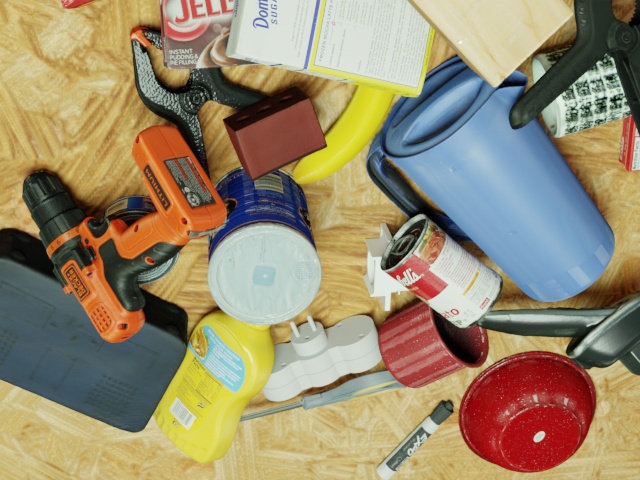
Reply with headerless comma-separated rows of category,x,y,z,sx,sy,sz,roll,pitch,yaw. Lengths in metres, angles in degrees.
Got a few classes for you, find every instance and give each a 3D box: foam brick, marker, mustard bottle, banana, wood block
foam brick,-0.043,-0.099,0.980,0.078,0.053,0.051,-26,117,-8
marker,0.109,0.226,1.213,0.020,0.020,0.121,34,109,-21
mustard bottle,-0.100,0.130,1.105,0.058,0.096,0.192,0,126,-54
banana,0.033,-0.135,1.015,0.069,0.037,0.198,23,112,8
wood block,0.097,-0.235,0.871,0.090,0.091,0.206,-44,110,10

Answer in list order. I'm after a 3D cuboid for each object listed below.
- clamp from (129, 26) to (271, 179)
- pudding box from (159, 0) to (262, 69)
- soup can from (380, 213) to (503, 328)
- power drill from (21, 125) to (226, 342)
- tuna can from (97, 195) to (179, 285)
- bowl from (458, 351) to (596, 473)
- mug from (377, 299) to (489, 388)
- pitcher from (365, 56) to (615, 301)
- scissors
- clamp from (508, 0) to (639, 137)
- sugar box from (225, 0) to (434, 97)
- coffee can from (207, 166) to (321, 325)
clamp,-0.106,-0.137,0.996,0.120,0.039,0.171,-36,114,-7
pudding box,-0.085,-0.200,0.947,0.113,0.039,0.090,-5,100,-12
soup can,0.118,0.031,1.036,0.102,0.068,0.069,37,108,-15
power drill,-0.183,-0.022,0.974,0.188,0.057,0.184,-39,80,35
tuna can,-0.181,0.001,1.059,0.086,0.034,0.086,-2,117,-5
bowl,0.239,0.206,1.198,0.162,0.055,0.162,-2,117,-5
mug,0.121,0.101,1.114,0.082,0.117,0.093,-32,76,36
pitcher,0.169,-0.049,1.029,0.145,0.149,0.242,-47,117,-6
scissors,0.001,0.166,1.132,0.201,0.016,0.096,-10,163,-15
clamp,0.266,-0.169,0.939,0.164,0.036,0.210,21,87,-20
sugar box,0.012,-0.188,0.932,0.176,0.048,0.093,11,93,-17
coffee can,-0.057,0.001,1.013,0.102,0.140,0.103,-3,117,-5
